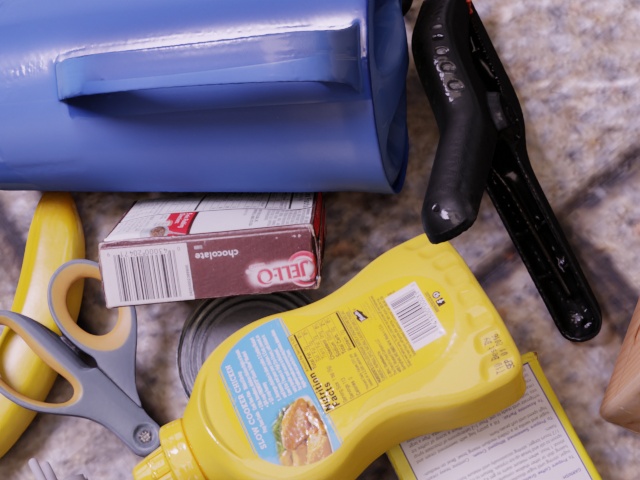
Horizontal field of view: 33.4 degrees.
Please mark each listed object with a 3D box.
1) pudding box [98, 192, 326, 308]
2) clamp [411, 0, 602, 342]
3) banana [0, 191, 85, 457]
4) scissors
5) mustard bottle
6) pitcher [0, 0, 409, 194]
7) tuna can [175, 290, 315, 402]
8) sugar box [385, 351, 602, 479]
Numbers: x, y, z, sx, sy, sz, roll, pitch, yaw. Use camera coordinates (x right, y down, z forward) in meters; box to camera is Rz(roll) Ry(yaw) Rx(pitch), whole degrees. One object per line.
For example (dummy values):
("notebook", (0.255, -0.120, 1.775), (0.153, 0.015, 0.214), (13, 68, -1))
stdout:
("pudding box", (-0.054, 0.001, 0.574), (0.113, 0.090, 0.039), (-4, 106, 4))
("clamp", (0.092, -0.050, 0.574), (0.036, 0.164, 0.210), (-26, 48, 25))
("banana", (-0.177, 0.064, 0.598), (0.070, 0.037, 0.197), (28, 79, 13))
("scissors", (-0.091, 0.085, 0.576), (0.201, 0.016, 0.096), (32, 71, -3))
("mustard bottle", (-0.003, 0.076, 0.525), (0.191, 0.058, 0.096), (-27, 56, -2))
("pitcher", (-0.076, -0.086, 0.568), (0.243, 0.149, 0.145), (-3, 52, 13))
("tuna can", (-0.034, 0.065, 0.583), (0.086, 0.034, 0.086), (-2, 74, 6))
("sugar box", (0.107, 0.154, 0.538), (0.093, 0.048, 0.176), (-26, 76, -1))
